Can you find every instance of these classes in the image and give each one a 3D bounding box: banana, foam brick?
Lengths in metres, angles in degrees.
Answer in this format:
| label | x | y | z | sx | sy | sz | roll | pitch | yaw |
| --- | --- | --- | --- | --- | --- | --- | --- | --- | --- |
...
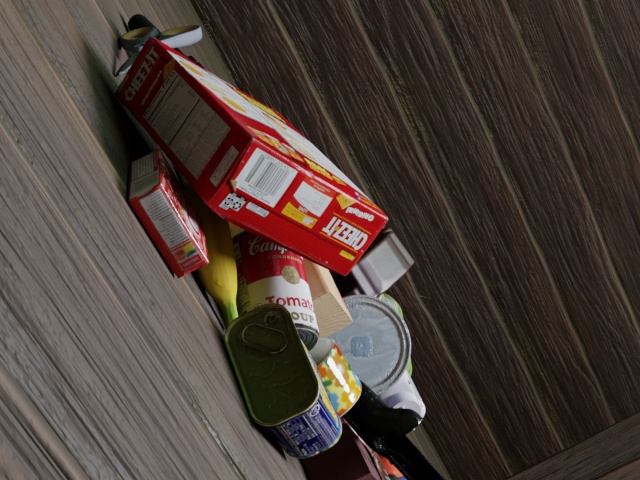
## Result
| label | x | y | z | sx | sy | sz | roll | pitch | yaw |
| --- | --- | --- | --- | --- | --- | --- | --- | --- | --- |
| banana | -0.101 | -0.008 | 0.932 | 0.198 | 0.037 | 0.070 | -110 | -159 | -51 |
| foam brick | 0.022 | 0.204 | 0.936 | 0.053 | 0.051 | 0.078 | 64 | 3 | 35 |

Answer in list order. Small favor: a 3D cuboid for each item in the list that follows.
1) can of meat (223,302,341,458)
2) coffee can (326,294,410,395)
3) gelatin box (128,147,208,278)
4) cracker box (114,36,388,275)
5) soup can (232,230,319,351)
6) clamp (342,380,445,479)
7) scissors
| label | x | y | z | sx | sy | sz | roll | pitch | yaw |
| --- | --- | --- | --- | --- | --- | --- | --- | --- | --- |
| can of meat | -0.028 | 0.114 | 0.850 | 0.084 | 0.057 | 0.102 | 63 | 2 | -54 |
| coffee can | 0.030 | 0.114 | 1.127 | 0.103 | 0.102 | 0.140 | 63 | -11 | 3 |
| gelatin box | -0.115 | -0.023 | 0.812 | 0.073 | 0.030 | 0.089 | 62 | 3 | -24 |
| cracker box | -0.063 | -0.073 | 0.909 | 0.164 | 0.072 | 0.214 | 27 | 13 | -42 |
| soup can | -0.043 | 0.047 | 0.935 | 0.068 | 0.068 | 0.102 | 58 | 17 | -59 |
| clamp | 0.057 | 0.164 | 0.948 | 0.172 | 0.039 | 0.120 | 33 | -32 | 48 |
| scissors | -0.163 | -0.196 | 1.088 | 0.202 | 0.096 | 0.016 | -119 | -160 | -66 |
